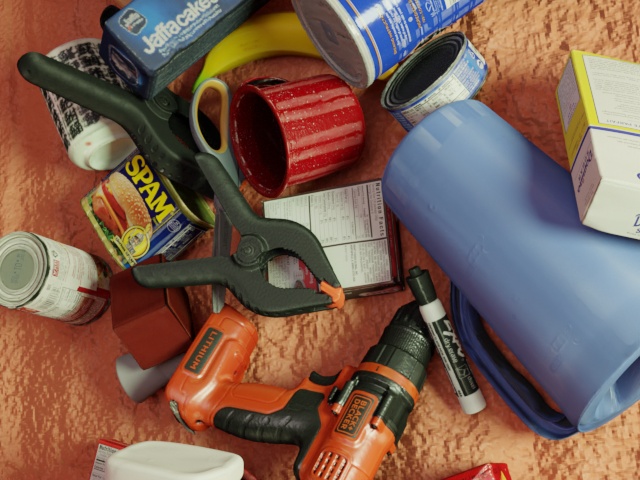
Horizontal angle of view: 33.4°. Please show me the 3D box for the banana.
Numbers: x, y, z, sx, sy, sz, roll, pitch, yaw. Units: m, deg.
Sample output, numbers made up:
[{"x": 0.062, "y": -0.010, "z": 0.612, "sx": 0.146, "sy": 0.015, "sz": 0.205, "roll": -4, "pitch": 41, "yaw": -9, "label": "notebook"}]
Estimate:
[{"x": -0.024, "y": -0.167, "z": 0.937, "sx": 0.198, "sy": 0.037, "sz": 0.069, "roll": -1, "pitch": 96, "yaw": 23, "label": "banana"}]

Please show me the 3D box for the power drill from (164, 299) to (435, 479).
[{"x": -0.014, "y": 0.107, "z": 0.836, "sx": 0.188, "sy": 0.057, "sz": 0.184, "roll": 13, "pitch": 56, "yaw": 31, "label": "power drill"}]

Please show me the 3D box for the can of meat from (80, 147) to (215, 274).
[{"x": -0.153, "y": -0.026, "z": 0.943, "sx": 0.084, "sy": 0.057, "sz": 0.102, "roll": -40, "pitch": 66, "yaw": 12, "label": "can of meat"}]

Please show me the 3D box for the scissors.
[{"x": -0.064, "y": -0.042, "z": 0.904, "sx": 0.016, "sy": 0.096, "sz": 0.202, "roll": -28, "pitch": 70, "yaw": 59, "label": "scissors"}]

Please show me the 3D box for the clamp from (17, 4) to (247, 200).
[{"x": -0.146, "y": -0.118, "z": 0.930, "sx": 0.210, "sy": 0.164, "sz": 0.036, "roll": 40, "pitch": 122, "yaw": -13, "label": "clamp"}]

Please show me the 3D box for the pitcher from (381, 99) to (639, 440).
[{"x": 0.151, "y": 0.017, "z": 0.777, "sx": 0.149, "sy": 0.145, "sz": 0.243, "roll": -39, "pitch": 62, "yaw": -4, "label": "pitcher"}]

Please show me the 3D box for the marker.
[{"x": 0.094, "y": 0.074, "z": 0.806, "sx": 0.020, "sy": 0.020, "sz": 0.121, "roll": -22, "pitch": 100, "yaw": 16, "label": "marker"}]

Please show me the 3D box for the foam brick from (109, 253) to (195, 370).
[{"x": -0.141, "y": 0.059, "z": 0.893, "sx": 0.051, "sy": 0.053, "sz": 0.078, "roll": -25, "pitch": 34, "yaw": 3, "label": "foam brick"}]

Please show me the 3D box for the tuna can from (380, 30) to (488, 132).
[{"x": 0.091, "y": -0.125, "z": 0.853, "sx": 0.086, "sy": 0.033, "sz": 0.086, "roll": -38, "pitch": 24, "yaw": 19, "label": "tuna can"}]

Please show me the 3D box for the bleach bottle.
[{"x": -0.108, "y": 0.281, "z": 0.789, "sx": 0.103, "sy": 0.068, "sz": 0.251, "roll": 3, "pitch": 97, "yaw": 29, "label": "bleach bottle"}]

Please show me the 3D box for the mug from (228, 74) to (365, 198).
[{"x": -0.024, "y": -0.097, "z": 0.879, "sx": 0.081, "sy": 0.093, "sz": 0.117, "roll": -18, "pitch": 50, "yaw": -29, "label": "mug"}]

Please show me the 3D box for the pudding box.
[{"x": 0.010, "y": 0.003, "z": 0.879, "sx": 0.114, "sy": 0.039, "sz": 0.090, "roll": -9, "pitch": 74, "yaw": 18, "label": "pudding box"}]

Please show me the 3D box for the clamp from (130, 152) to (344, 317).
[{"x": -0.056, "y": 0.001, "z": 0.848, "sx": 0.171, "sy": 0.039, "sz": 0.120, "roll": 17, "pitch": 85, "yaw": 10, "label": "clamp"}]

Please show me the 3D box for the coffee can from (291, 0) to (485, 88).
[{"x": 0.061, "y": -0.202, "z": 0.850, "sx": 0.140, "sy": 0.103, "sz": 0.103, "roll": -37, "pitch": 65, "yaw": -10, "label": "coffee can"}]

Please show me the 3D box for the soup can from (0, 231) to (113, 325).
[{"x": -0.237, "y": 0.034, "z": 0.937, "sx": 0.069, "sy": 0.102, "sz": 0.068, "roll": -5, "pitch": 76, "yaw": 21, "label": "soup can"}]
